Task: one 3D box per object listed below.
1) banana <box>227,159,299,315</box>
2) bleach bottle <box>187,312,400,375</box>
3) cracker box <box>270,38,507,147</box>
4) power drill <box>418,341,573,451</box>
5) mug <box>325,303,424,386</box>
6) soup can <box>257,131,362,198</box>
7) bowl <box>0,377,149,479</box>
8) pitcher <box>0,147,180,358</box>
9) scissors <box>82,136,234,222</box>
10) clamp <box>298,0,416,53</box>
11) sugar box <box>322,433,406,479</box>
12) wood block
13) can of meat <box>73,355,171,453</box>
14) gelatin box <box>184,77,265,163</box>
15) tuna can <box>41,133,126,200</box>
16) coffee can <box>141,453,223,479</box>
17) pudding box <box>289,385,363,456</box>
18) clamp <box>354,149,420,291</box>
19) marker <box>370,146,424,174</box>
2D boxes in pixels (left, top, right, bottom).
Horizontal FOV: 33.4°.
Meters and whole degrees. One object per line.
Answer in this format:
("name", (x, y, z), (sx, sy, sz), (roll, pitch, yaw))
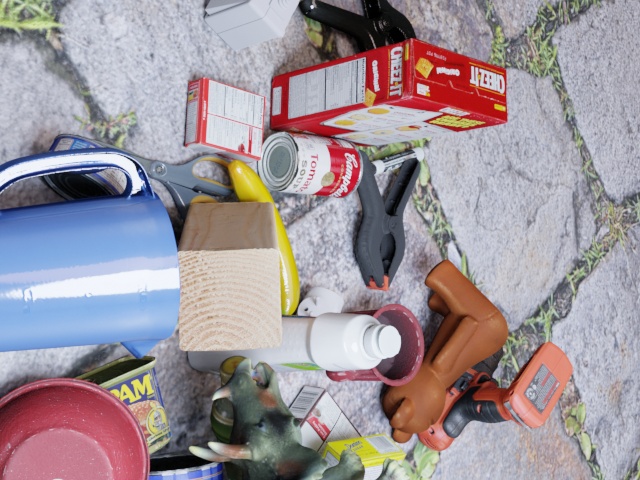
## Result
("banana", (-0.055, 0.000, 1.153), (0.069, 0.037, 0.198), (-80, 154, -74))
("bleach bottle", (-0.019, 0.100, 1.044), (0.102, 0.251, 0.068), (10, 79, -43))
("cracker box", (0.074, -0.159, 1.187), (0.163, 0.214, 0.072), (6, 81, -43))
("power drill", (0.220, 0.177, 1.314), (0.057, 0.188, 0.184), (45, 58, -12))
("mug", (0.052, 0.127, 1.226), (0.117, 0.082, 0.093), (-39, 110, -38))
("soup can", (-0.011, -0.084, 1.198), (0.102, 0.069, 0.068), (3, 83, -44))
("bowl", (-0.226, 0.202, 0.920), (0.162, 0.055, 0.162), (0, 92, -13))
("pitcher", (-0.246, 0.021, 0.883), (0.242, 0.145, 0.149), (-6, 63, -26))
("scissors", (-0.161, -0.052, 1.088), (0.201, 0.016, 0.096), (0, 85, -44))
("clamp", (0.061, -0.261, 1.309), (0.210, 0.036, 0.164), (56, 51, -25))
("sugar box", (0.022, 0.296, 1.153), (0.093, 0.048, 0.176), (2, 118, -44))
("wood block", (-0.084, 0.028, 1.007), (0.090, 0.206, 0.091), (-2, 103, -3))
("can of meat", (-0.195, 0.165, 1.004), (0.101, 0.058, 0.084), (-21, 103, -43))
("gelatin box", (-0.101, -0.127, 1.143), (0.089, 0.030, 0.073), (12, 76, -43))
("tuna can", (-0.215, -0.060, 0.987), (0.086, 0.086, 0.033), (41, 60, -33))
("coffee can", (-0.139, 0.280, 1.013), (0.102, 0.103, 0.140), (-2, 87, -44))
("pudding box", (-0.011, 0.233, 1.187), (0.113, 0.039, 0.090), (-52, 123, -31))
("clamp", (0.068, -0.028, 1.280), (0.120, 0.039, 0.171), (14, 81, -41))
("marker", (0.085, -0.096, 1.327), (0.120, 0.020, 0.020), (-21, 100, -43))
